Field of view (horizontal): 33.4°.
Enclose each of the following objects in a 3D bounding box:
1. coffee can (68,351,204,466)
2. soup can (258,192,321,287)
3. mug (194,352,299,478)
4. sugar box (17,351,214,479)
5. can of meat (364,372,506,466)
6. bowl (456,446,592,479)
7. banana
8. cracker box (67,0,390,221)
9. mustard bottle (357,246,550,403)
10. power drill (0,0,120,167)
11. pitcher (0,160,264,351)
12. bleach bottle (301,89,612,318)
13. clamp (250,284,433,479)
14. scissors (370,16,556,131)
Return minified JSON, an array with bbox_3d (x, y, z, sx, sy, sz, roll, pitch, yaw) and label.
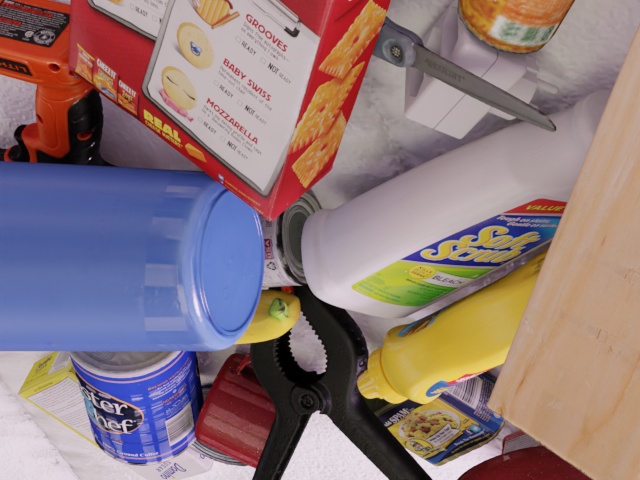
[{"bbox_3d":[-0.152,0.108,0.890,0.103,0.102,0.140,13,140,11],"label":"coffee can"},{"bbox_3d":[-0.055,0.001,0.753,0.102,0.068,0.068,-5,134,28],"label":"soup can"},{"bbox_3d":[-0.051,0.138,0.894,0.081,0.093,0.117,24,129,5],"label":"mug"},{"bbox_3d":[-0.190,0.168,1.021,0.176,0.048,0.094,39,138,-25],"label":"sugar box"},{"bbox_3d":[0.087,0.128,0.841,0.084,0.057,0.102,33,139,-16],"label":"can of meat"},{"bbox_3d":[0.154,0.201,0.815,0.162,0.055,0.162,-11,148,-7],"label":"bowl"},{"bbox_3d":[-0.084,0.054,0.783,0.198,0.037,0.069,-8,154,36],"label":"banana"},{"bbox_3d":[-0.049,-0.136,0.562,0.164,0.072,0.214,37,142,14],"label":"cracker box"},{"bbox_3d":[0.100,0.064,0.715,0.192,0.096,0.058,-31,83,34],"label":"mustard bottle"},{"bbox_3d":[-0.206,-0.082,0.739,0.184,0.057,0.188,12,142,10],"label":"power drill"},{"bbox_3d":[-0.160,0.014,0.690,0.243,0.149,0.145,1,113,21],"label":"pitcher"},{"bbox_3d":[0.104,-0.027,0.642,0.102,0.068,0.251,17,147,-36],"label":"bleach bottle"},{"bbox_3d":[-0.010,0.123,0.814,0.165,0.036,0.210,-15,97,26],"label":"clamp"},{"bbox_3d":[0.035,-0.120,0.560,0.202,0.016,0.096,21,134,38],"label":"scissors"}]
